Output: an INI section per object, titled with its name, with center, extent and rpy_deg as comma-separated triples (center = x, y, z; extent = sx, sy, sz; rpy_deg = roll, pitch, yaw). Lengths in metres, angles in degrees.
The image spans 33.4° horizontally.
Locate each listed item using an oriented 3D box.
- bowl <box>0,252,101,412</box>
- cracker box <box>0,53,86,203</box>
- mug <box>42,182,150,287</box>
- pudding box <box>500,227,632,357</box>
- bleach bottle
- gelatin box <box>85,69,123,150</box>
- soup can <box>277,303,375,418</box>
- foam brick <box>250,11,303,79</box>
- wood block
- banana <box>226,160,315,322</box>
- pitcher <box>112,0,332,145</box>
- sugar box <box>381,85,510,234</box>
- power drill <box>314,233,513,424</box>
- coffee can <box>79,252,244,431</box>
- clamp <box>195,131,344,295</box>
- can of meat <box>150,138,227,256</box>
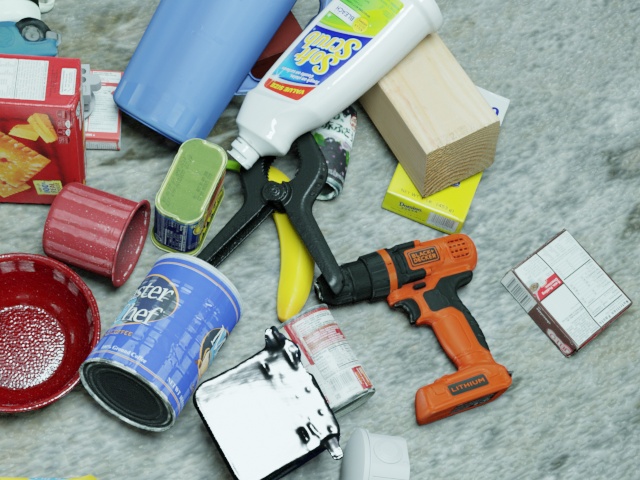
[bowl]
center = -0.295, 0.096, 1.042
extent = 0.162, 0.055, 0.162
rpy_deg = 3, 66, -8
[cracker box]
center = -0.344, -0.108, 1.061
extent = 0.213, 0.164, 0.072
rpy_deg = 2, 57, -9
[mug]
center = -0.223, -0.013, 1.082
extent = 0.081, 0.093, 0.117
rpy_deg = 18, 21, 5
[pudding box]
center = 0.268, 0.056, 1.161
extent = 0.090, 0.039, 0.113
rpy_deg = -34, 77, -22
[bleach bottle]
center = 0.005, -0.168, 1.096
extent = 0.251, 0.068, 0.103
rpy_deg = -47, 61, -2
[gelatin box]
center = -0.254, -0.144, 1.169
extent = 0.073, 0.030, 0.089
rpy_deg = 2, 67, -7
[soup can]
center = 0.002, 0.124, 1.071
extent = 0.068, 0.068, 0.102
rpy_deg = -26, 73, -19
[foam brick]
center = -0.060, -0.221, 1.222
extent = 0.078, 0.053, 0.051
rpy_deg = -23, 72, -18
[wood block]
center = 0.101, -0.163, 1.159
extent = 0.090, 0.091, 0.206
rpy_deg = -25, 63, -10
[banana]
center = -0.042, -0.009, 1.143
extent = 0.069, 0.037, 0.198
rpy_deg = -23, 69, 2
[pitcher]
center = -0.107, -0.219, 1.133
extent = 0.149, 0.144, 0.243
rpy_deg = 33, 94, 34
[sugar box]
center = 0.143, -0.100, 1.205
extent = 0.093, 0.048, 0.176
rpy_deg = 22, 66, 3
[power drill]
center = 0.103, 0.090, 1.108
extent = 0.184, 0.057, 0.188
rpy_deg = -15, 70, -15
[coffee can]
center = -0.150, 0.096, 1.026
extent = 0.103, 0.103, 0.140
rpy_deg = 29, 54, 4
[clamp]
center = -0.034, -0.038, 1.110
extent = 0.165, 0.036, 0.210
rpy_deg = 11, 71, 15
[can of meat]
center = -0.136, -0.046, 1.115
extent = 0.057, 0.084, 0.102
rpy_deg = 21, 65, 0
